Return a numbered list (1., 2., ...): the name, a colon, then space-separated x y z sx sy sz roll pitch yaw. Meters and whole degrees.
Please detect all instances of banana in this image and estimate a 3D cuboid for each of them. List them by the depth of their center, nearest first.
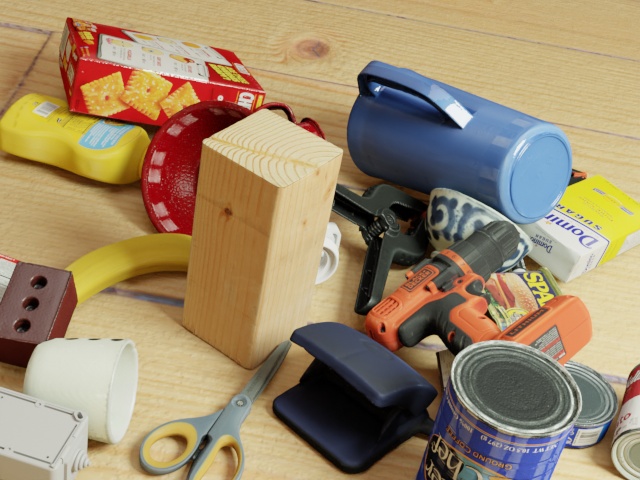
1. banana: -0.182 0.027 1.038 0.197 0.037 0.070 -11 42 -27

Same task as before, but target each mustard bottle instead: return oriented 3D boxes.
1. mustard bottle: -0.249 -0.106 1.179 0.192 0.058 0.096 18 31 9

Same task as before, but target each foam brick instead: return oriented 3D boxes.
1. foam brick: -0.251 0.067 0.935 0.053 0.051 0.078 11 57 1

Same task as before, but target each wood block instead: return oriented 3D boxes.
1. wood block: -0.056 0.002 0.962 0.091 0.206 0.090 31 41 23

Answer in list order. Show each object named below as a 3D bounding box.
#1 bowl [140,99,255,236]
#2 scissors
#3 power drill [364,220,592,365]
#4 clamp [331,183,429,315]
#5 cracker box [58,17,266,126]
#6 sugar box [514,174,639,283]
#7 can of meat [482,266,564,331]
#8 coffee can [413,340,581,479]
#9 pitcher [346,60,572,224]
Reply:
1. bowl: -0.103 -0.062 1.112 0.162 0.162 0.055 25 6 18
2. scissors: -0.090 0.145 0.919 0.096 0.016 0.201 11 38 4
3. power drill: 0.155 0.059 0.971 0.184 0.057 0.188 -38 30 -16
4. clamp: 0.053 -0.021 1.109 0.164 0.036 0.209 59 34 4
5. cracker box: -0.190 -0.187 1.245 0.213 0.072 0.164 8 23 -23
6. sugar box: 0.294 -0.017 1.198 0.093 0.048 0.175 40 37 27
7. can of meat: 0.195 0.074 1.058 0.083 0.057 0.102 -3 38 -14
8. coffee can: 0.137 0.165 0.850 0.102 0.140 0.103 7 36 -6
9. pitcher: 0.145 -0.108 1.158 0.148 0.145 0.243 -5 21 -38
